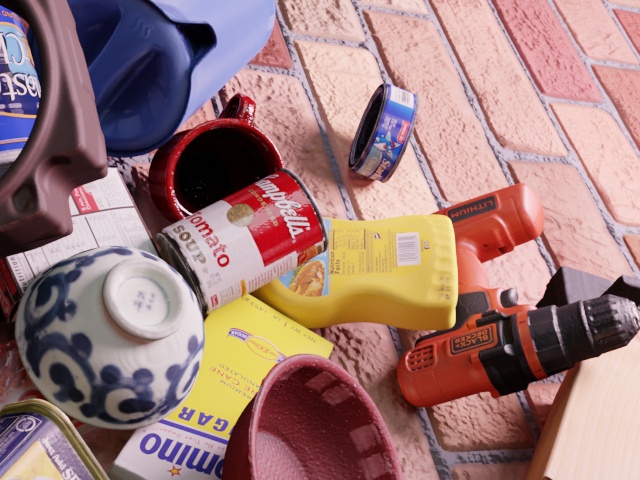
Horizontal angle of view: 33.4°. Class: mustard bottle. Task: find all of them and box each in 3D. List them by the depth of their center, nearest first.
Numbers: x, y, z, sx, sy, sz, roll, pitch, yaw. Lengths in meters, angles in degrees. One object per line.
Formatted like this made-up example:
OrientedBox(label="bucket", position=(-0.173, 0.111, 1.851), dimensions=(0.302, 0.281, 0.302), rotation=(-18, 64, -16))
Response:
OrientedBox(label="mustard bottle", position=(0.005, 0.024, 0.809), dimensions=(0.191, 0.058, 0.096), rotation=(0, 47, 2))

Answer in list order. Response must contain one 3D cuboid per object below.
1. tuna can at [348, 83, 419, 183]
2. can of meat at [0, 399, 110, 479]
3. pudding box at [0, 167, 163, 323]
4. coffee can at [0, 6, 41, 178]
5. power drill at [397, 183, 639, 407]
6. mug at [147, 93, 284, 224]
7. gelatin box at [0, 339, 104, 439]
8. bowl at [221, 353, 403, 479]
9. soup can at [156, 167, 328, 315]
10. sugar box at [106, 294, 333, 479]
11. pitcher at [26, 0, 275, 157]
OrientedBox(label="tuna can", position=(0.056, -0.097, 0.957), dimensions=(0.033, 0.086, 0.086), rotation=(20, 44, -10))
OrientedBox(label="can of meat", position=(-0.161, 0.153, 0.581), dimensions=(0.102, 0.058, 0.083), rotation=(62, 38, -19))
OrientedBox(label="pudding box", position=(-0.174, 0.000, 0.724), dimensions=(0.113, 0.039, 0.090), rotation=(-13, 66, -38))
OrientedBox(label="coffee can", position=(-0.250, -0.109, 0.749), dimensions=(0.102, 0.103, 0.140), rotation=(-14, 86, -37))
OrientedBox(label="power drill", position=(0.147, 0.037, 0.839), dimensions=(0.187, 0.185, 0.057), rotation=(-85, 151, -50))
OrientedBox(label="mug", position=(-0.080, -0.057, 0.816), dimensions=(0.093, 0.082, 0.117), rotation=(19, 87, -23))
OrientedBox(label="gelatin box", position=(-0.168, 0.092, 0.680), dimensions=(0.089, 0.030, 0.073), rotation=(-22, 66, -20))
OrientedBox(label="bowl", position=(-0.011, 0.154, 0.654), dimensions=(0.162, 0.055, 0.162), rotation=(35, 43, -42))
OrientedBox(label="soup can", position=(-0.055, 0.001, 0.748), dimensions=(0.102, 0.068, 0.068), rotation=(-28, 66, -18))
OrientedBox(label="sugar box", position=(-0.065, 0.117, 0.723), dimensions=(0.093, 0.048, 0.176), rotation=(30, 42, -1))
OrientedBox(label="pitcher", position=(-0.133, -0.166, 0.875), dimensions=(0.149, 0.145, 0.242), rotation=(28, 28, 4))
